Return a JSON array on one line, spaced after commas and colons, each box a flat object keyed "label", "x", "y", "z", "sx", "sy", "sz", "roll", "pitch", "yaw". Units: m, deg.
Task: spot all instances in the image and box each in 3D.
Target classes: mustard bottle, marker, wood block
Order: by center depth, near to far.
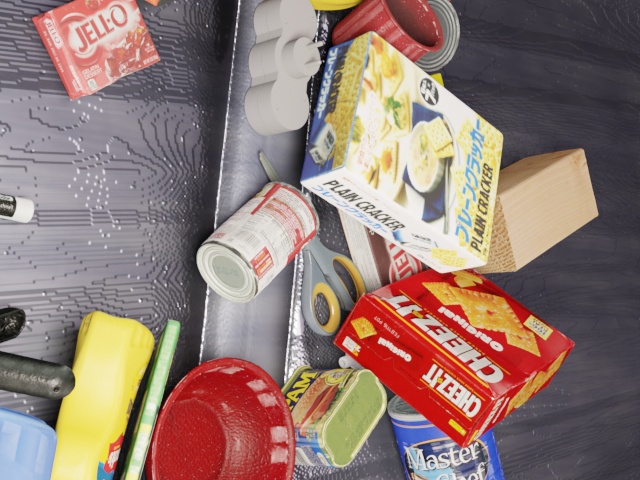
[{"label": "marker", "x": -0.268, "y": -0.032, "z": 0.785, "sx": 0.120, "sy": 0.020, "sz": 0.020, "roll": 13, "pitch": 76, "yaw": -45}, {"label": "mustard bottle", "x": -0.177, "y": 0.155, "z": 0.808, "sx": 0.058, "sy": 0.096, "sz": 0.191, "roll": 14, "pitch": 71, "yaw": -3}, {"label": "wood block", "x": 0.238, "y": -0.036, "z": 1.274, "sx": 0.205, "sy": 0.090, "sz": 0.091, "roll": -27, "pitch": 105, "yaw": -46}]

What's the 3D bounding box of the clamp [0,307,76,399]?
[{"label": "clamp", "x": -0.254, "y": 0.080, "z": 0.723, "sx": 0.171, "sy": 0.120, "sz": 0.039, "roll": -3, "pitch": 107, "yaw": -43}]

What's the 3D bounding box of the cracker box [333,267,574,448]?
[{"label": "cracker box", "x": 0.141, "y": 0.103, "z": 1.074, "sx": 0.213, "sy": 0.164, "sz": 0.072, "roll": -15, "pitch": 137, "yaw": -57}]

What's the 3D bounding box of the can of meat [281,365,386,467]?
[{"label": "can of meat", "x": 0.002, "y": 0.165, "z": 1.000, "sx": 0.102, "sy": 0.084, "sz": 0.057, "roll": -51, "pitch": 121, "yaw": -37}]

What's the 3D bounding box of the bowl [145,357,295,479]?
[{"label": "bowl", "x": -0.095, "y": 0.181, "z": 0.915, "sx": 0.161, "sy": 0.055, "sz": 0.162, "roll": 8, "pitch": 79, "yaw": -46}]

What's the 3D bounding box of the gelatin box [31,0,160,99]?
[{"label": "gelatin box", "x": -0.184, "y": -0.166, "z": 0.884, "sx": 0.089, "sy": 0.030, "sz": 0.073, "roll": -37, "pitch": 112, "yaw": -43}]

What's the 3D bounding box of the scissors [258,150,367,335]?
[{"label": "scissors", "x": -0.019, "y": 0.014, "z": 1.047, "sx": 0.201, "sy": 0.016, "sz": 0.096, "roll": 48, "pitch": 53, "yaw": -31}]

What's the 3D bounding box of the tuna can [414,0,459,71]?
[{"label": "tuna can", "x": 0.112, "y": -0.231, "z": 1.188, "sx": 0.085, "sy": 0.034, "sz": 0.086, "roll": -7, "pitch": 102, "yaw": -33}]

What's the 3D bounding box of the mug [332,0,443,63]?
[{"label": "mug", "x": 0.068, "y": -0.220, "z": 1.112, "sx": 0.093, "sy": 0.082, "sz": 0.117, "roll": 35, "pitch": 40, "yaw": -25}]

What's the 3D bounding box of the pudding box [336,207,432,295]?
[{"label": "pudding box", "x": 0.070, "y": -0.002, "z": 1.127, "sx": 0.089, "sy": 0.039, "sz": 0.113, "roll": -31, "pitch": 107, "yaw": -44}]

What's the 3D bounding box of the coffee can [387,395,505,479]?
[{"label": "coffee can", "x": 0.136, "y": 0.227, "z": 1.122, "sx": 0.102, "sy": 0.103, "sz": 0.140, "roll": -24, "pitch": 103, "yaw": -46}]

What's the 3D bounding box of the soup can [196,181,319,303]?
[{"label": "soup can", "x": -0.056, "y": 0.001, "z": 0.971, "sx": 0.102, "sy": 0.069, "sz": 0.068, "roll": -46, "pitch": 118, "yaw": -39}]
